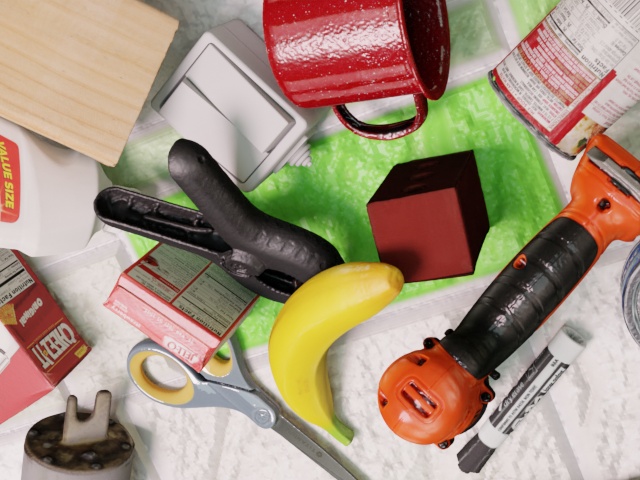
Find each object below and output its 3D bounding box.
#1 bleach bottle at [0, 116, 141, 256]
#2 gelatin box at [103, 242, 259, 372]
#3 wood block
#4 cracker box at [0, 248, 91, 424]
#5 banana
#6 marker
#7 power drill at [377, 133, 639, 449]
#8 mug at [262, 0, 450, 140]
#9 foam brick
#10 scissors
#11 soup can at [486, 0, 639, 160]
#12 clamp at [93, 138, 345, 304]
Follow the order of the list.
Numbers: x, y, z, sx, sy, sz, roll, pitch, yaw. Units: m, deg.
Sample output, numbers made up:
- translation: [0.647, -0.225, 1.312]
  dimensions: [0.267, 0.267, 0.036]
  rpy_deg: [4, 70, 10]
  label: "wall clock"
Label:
- translation: [-0.232, -0.053, 0.654]
  dimensions: [0.250, 0.068, 0.102]
  rpy_deg: [13, 80, -21]
  label: "bleach bottle"
- translation: [-0.084, 0.037, 0.671]
  dimensions: [0.073, 0.089, 0.030]
  rpy_deg: [34, 114, 2]
  label: "gelatin box"
- translation: [-0.194, -0.124, 0.596]
  dimensions: [0.206, 0.091, 0.090]
  rpy_deg: [24, 89, -16]
  label: "wood block"
- translation: [-0.288, 0.040, 0.742]
  dimensions: [0.164, 0.072, 0.213]
  rpy_deg: [-32, 99, 24]
  label: "cracker box"
- translation: [0.003, 0.062, 0.650]
  dimensions: [0.069, 0.037, 0.198]
  rpy_deg: [16, 145, 4]
  label: "banana"
- translation: [0.124, 0.104, 0.674]
  dimensions: [0.020, 0.020, 0.121]
  rpy_deg: [34, 114, 2]
  label: "marker"
- translation: [0.113, 0.035, 0.592]
  dimensions: [0.057, 0.184, 0.188]
  rpy_deg: [41, 96, 12]
  label: "power drill"
- translation: [0.023, -0.108, 0.594]
  dimensions: [0.082, 0.093, 0.117]
  rpy_deg: [-6, 125, 22]
  label: "mug"
- translation: [0.064, -0.014, 0.617]
  dimensions: [0.053, 0.078, 0.051]
  rpy_deg: [-9, 108, 19]
  label: "foam brick"
- translation: [-0.057, 0.121, 0.734]
  dimensions: [0.096, 0.016, 0.201]
  rpy_deg: [-34, 97, 25]
  label: "scissors"
- translation: [0.148, -0.102, 0.567]
  dimensions: [0.068, 0.068, 0.102]
  rpy_deg: [43, 114, -2]
  label: "soup can"
- translation: [-0.054, 0.001, 0.651]
  dimensions: [0.171, 0.039, 0.120]
  rpy_deg: [38, 154, -30]
  label: "clamp"
